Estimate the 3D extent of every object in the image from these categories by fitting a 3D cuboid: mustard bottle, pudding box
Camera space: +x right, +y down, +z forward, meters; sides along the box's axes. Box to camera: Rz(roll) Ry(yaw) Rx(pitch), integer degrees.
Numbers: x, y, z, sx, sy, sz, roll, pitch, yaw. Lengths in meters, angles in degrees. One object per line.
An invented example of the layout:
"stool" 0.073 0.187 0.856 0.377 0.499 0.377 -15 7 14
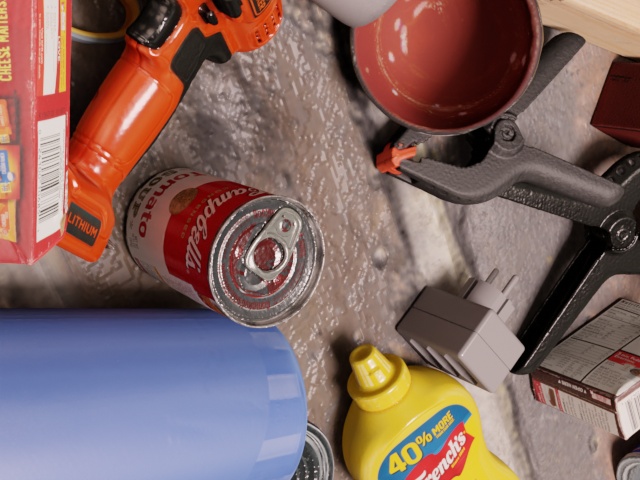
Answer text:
"mustard bottle" 0.068 0.142 0.719 0.096 0.058 0.191 -37 120 -10
"pudding box" 0.227 0.092 0.799 0.113 0.090 0.039 -28 115 -26

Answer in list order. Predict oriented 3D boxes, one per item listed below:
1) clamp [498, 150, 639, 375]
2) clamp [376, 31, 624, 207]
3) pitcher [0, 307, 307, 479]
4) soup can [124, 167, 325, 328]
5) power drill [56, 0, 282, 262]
"clamp" 0.206 0.002 0.774 0.209 0.036 0.164 -16 114 -16
"clamp" 0.118 -0.078 0.698 0.171 0.039 0.120 -3 78 -21
"pitcher" -0.134 0.101 0.534 0.242 0.149 0.145 0 87 -38
"soup can" -0.054 0.001 0.569 0.068 0.102 0.068 -10 107 -33
"power drill" -0.089 -0.086 0.500 0.187 0.057 0.184 -53 166 -6
